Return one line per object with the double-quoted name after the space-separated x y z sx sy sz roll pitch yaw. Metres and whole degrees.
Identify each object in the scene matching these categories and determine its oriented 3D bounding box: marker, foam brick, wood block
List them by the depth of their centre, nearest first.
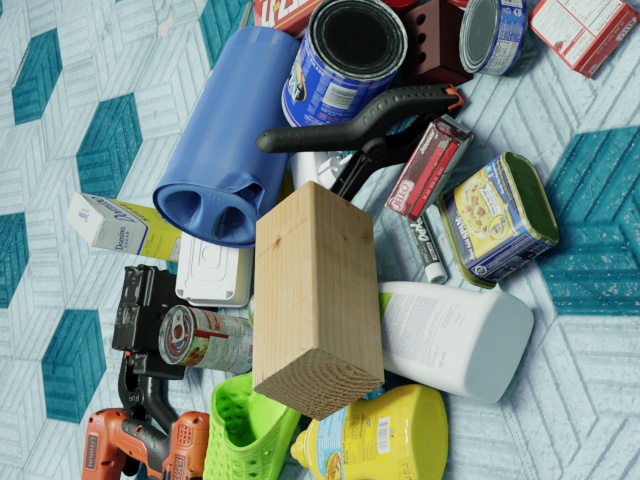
-0.005 0.056 1.037 0.091 0.090 0.206 -37 38 33 "wood block"
0.101 -0.009 1.078 0.020 0.020 0.121 -43 49 33 "marker"
0.119 -0.198 1.091 0.053 0.051 0.078 -18 65 45 "foam brick"

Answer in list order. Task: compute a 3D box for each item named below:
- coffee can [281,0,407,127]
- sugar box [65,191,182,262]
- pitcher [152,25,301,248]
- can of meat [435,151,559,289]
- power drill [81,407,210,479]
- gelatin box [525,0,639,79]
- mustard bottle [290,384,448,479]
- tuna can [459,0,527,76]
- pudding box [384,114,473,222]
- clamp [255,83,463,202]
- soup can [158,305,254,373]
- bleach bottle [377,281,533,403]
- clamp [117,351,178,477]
0.022 -0.176 1.116 0.140 0.102 0.103 120 149 -65 "coffee can"
-0.218 -0.013 1.332 0.093 0.175 0.048 36 106 49 "sugar box"
-0.098 -0.120 1.226 0.149 0.145 0.242 12 62 12 "pitcher"
0.163 -0.020 0.979 0.084 0.057 0.102 -38 52 35 "can of meat"
-0.207 0.286 1.293 0.188 0.057 0.184 7 89 35 "power drill"
0.238 -0.201 0.968 0.073 0.030 0.089 -53 43 23 "gelatin box"
0.038 0.201 1.055 0.192 0.058 0.096 -18 64 45 "mustard bottle"
0.166 -0.202 1.026 0.086 0.033 0.086 -174 90 -75 "tuna can"
0.106 -0.071 1.025 0.039 0.113 0.090 32 106 8 "pudding box"
0.050 -0.092 1.091 0.210 0.164 0.036 -25 52 -2 "clamp"
-0.127 0.117 1.242 0.069 0.102 0.068 -19 64 46 "soup can"
0.085 0.079 1.036 0.251 0.068 0.102 15 78 55 "bleach bottle"
-0.222 0.208 1.378 0.120 0.039 0.171 -26 63 31 "clamp"
